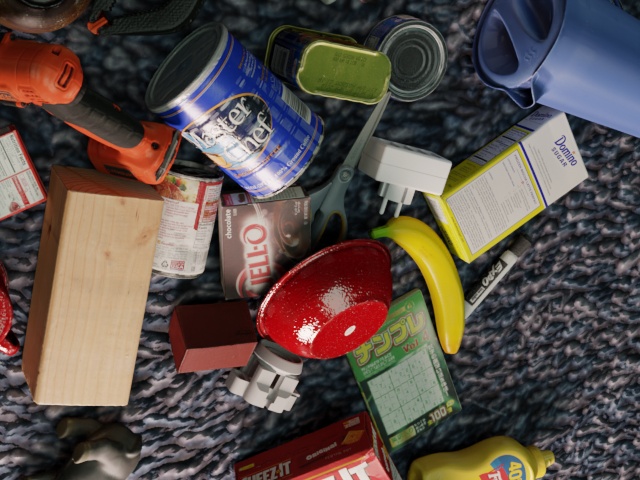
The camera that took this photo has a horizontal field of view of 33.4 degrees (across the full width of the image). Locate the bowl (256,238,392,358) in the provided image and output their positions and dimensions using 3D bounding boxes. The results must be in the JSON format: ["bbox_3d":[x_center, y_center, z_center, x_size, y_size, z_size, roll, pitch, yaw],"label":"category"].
[{"bbox_3d":[0.017,0.073,1.103,0.162,0.055,0.162,-23,148,-16],"label":"bowl"}]

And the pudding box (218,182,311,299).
[{"bbox_3d":[-0.057,0.001,1.079,0.090,0.039,0.113,-7,120,-13],"label":"pudding box"}]

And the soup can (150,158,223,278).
[{"bbox_3d":[-0.136,-0.022,1.034,0.068,0.069,0.102,6,106,-26],"label":"soup can"}]

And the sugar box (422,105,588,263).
[{"bbox_3d":[0.207,-0.064,1.187,0.176,0.048,0.093,-35,119,-13],"label":"sugar box"}]

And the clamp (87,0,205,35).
[{"bbox_3d":[-0.127,-0.260,0.960,0.210,0.036,0.164,-29,103,-1],"label":"clamp"}]

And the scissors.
[{"bbox_3d":[0.004,-0.065,1.097,0.096,0.016,0.202,6,114,-21],"label":"scissors"}]

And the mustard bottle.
[{"bbox_3d":[0.201,0.289,1.304,0.191,0.058,0.096,-12,116,-21],"label":"mustard bottle"}]

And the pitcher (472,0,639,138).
[{"bbox_3d":[0.293,-0.200,1.137,0.242,0.145,0.149,16,113,-32],"label":"pitcher"}]

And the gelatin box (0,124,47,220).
[{"bbox_3d":[-0.303,-0.054,0.969,0.089,0.030,0.073,-26,116,-14],"label":"gelatin box"}]

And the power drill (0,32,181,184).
[{"bbox_3d":[-0.227,-0.115,0.924,0.187,0.185,0.057,32,77,-48],"label":"power drill"}]

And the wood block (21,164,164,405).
[{"bbox_3d":[-0.218,0.043,1.008,0.090,0.091,0.206,5,106,-26],"label":"wood block"}]

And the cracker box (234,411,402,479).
[{"bbox_3d":[0.021,0.316,1.201,0.164,0.072,0.213,-23,119,6],"label":"cracker box"}]

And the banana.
[{"bbox_3d":[0.120,0.038,1.186,0.069,0.037,0.197,-40,117,-10],"label":"banana"}]

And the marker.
[{"bbox_3d":[0.201,0.040,1.236,0.121,0.020,0.020,-48,120,-2],"label":"marker"}]

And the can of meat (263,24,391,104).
[{"bbox_3d":[0.008,-0.170,1.035,0.102,0.084,0.057,6,106,-26],"label":"can of meat"}]

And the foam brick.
[{"bbox_3d":[-0.111,0.098,1.087,0.078,0.053,0.051,-3,146,-23],"label":"foam brick"}]

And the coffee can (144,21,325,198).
[{"bbox_3d":[-0.079,-0.121,1.003,0.140,0.103,0.103,40,89,-30],"label":"coffee can"}]

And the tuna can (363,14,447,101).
[{"bbox_3d":[0.087,-0.186,1.093,0.086,0.034,0.086,-8,112,-22],"label":"tuna can"}]
